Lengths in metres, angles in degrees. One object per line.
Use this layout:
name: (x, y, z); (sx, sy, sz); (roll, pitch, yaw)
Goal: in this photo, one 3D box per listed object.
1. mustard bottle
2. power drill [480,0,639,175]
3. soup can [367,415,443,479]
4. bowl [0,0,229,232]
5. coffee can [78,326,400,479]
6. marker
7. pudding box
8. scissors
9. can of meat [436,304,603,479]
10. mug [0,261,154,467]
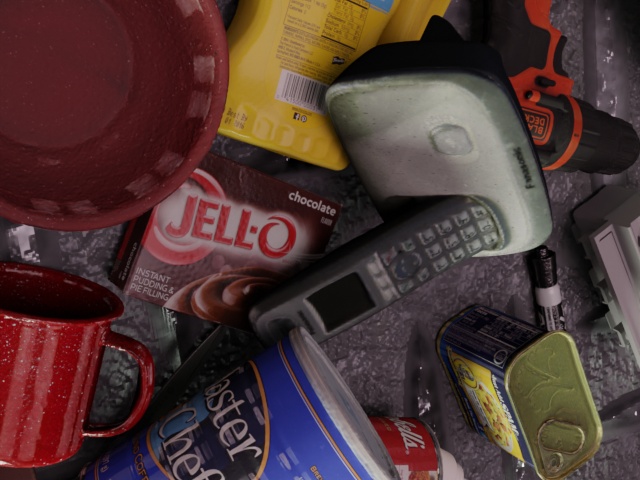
mustard bottle: (-0.001, -0.142, 0.600); (0.096, 0.058, 0.191); (16, 94, -26)
power drill: (0.154, -0.139, 0.686); (0.184, 0.057, 0.188); (8, 96, -33)
soup can: (0.016, 0.144, 0.670); (0.102, 0.069, 0.068); (7, 98, -29)
bowl: (-0.130, -0.088, 0.544); (0.161, 0.055, 0.162); (-7, 105, -27)
coffee can: (-0.042, 0.126, 0.571); (0.140, 0.103, 0.102); (-33, 116, 2)
marker: (0.165, 0.060, 0.760); (0.020, 0.020, 0.121); (-21, 111, -23)
pudding box: (-0.054, 0.001, 0.615); (0.113, 0.039, 0.090); (20, 91, -31)
scissors: (-0.111, 0.145, 0.630); (0.201, 0.016, 0.096); (-38, 114, -15)
can of meat: (0.131, 0.098, 0.712); (0.057, 0.084, 0.102); (-32, 115, -19)
mug: (-0.143, 0.066, 0.548); (0.117, 0.093, 0.081); (14, 101, -1)
